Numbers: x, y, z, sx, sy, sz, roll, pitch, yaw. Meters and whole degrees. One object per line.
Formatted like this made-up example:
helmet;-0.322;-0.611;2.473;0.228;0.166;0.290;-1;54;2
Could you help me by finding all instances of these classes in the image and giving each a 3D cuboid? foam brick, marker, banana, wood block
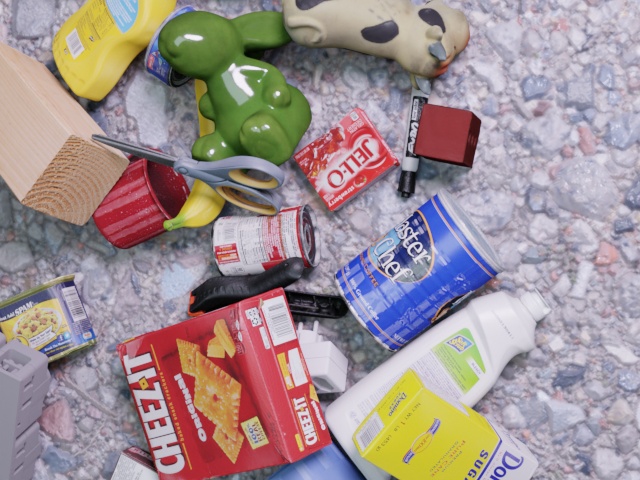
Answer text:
foam brick;0.129;-0.105;1.075;0.051;0.078;0.053;13;94;15
marker;0.097;-0.105;1.113;0.020;0.020;0.121;9;94;14
banana;-0.120;-0.094;1.142;0.037;0.069;0.198;-3;70;29
wood block;-0.306;-0.118;1.140;0.091;0.090;0.206;-52;54;9

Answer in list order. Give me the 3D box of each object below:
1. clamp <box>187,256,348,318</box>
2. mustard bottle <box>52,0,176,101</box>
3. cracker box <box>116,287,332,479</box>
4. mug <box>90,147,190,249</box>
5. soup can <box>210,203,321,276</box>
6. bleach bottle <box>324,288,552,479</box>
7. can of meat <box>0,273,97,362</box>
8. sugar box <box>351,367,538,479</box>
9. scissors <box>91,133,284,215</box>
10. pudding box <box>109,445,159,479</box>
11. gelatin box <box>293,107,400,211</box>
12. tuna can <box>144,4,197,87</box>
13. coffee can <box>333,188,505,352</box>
clamp;-0.058;0.062;1.130;0.172;0.120;0.039;-11;53;34
mustard bottle;-0.208;-0.244;1.143;0.192;0.058;0.096;-41;58;26
cracker box;-0.105;0.156;1.098;0.214;0.071;0.164;-21;86;42
mug;-0.198;-0.051;1.161;0.082;0.093;0.117;-24;55;18
soup can;-0.057;0.001;1.130;0.102;0.068;0.068;-8;89;15
bleach bottle;0.130;0.140;1.089;0.251;0.068;0.102;-37;90;9
can of meat;-0.311;0.095;1.203;0.102;0.057;0.084;-23;88;14
sugar box;0.125;0.208;1.051;0.176;0.048;0.093;35;101;-24
scissors;-0.121;-0.079;1.057;0.201;0.096;0.016;26;59;-18
pudding box;-0.185;0.294;1.184;0.113;0.039;0.090;26;99;15
gelatin box;0.028;-0.085;1.126;0.089;0.030;0.073;-36;83;13
tuna can;-0.148;-0.206;1.140;0.034;0.086;0.086;35;99;9
coffee can;0.099;0.030;1.072;0.140;0.102;0.103;-38;82;12
